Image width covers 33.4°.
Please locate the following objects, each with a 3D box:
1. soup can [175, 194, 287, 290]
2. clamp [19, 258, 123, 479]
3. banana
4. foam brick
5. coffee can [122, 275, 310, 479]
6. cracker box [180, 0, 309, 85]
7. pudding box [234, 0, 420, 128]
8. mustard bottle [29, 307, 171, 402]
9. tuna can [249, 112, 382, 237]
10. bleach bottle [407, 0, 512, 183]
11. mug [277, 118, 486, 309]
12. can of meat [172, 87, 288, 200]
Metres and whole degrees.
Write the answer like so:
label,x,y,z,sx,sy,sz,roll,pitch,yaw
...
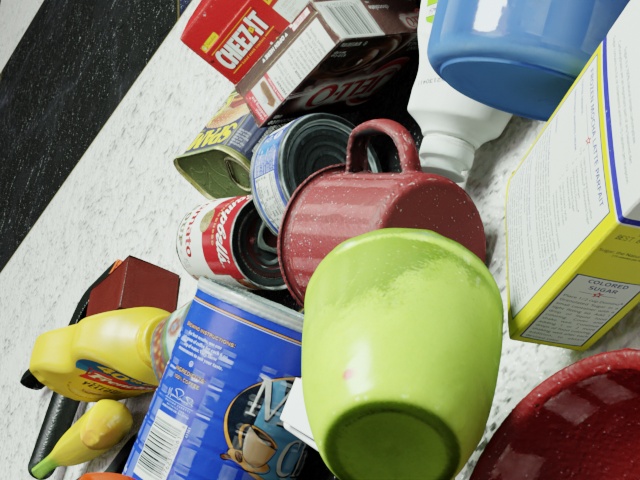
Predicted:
label,x,y,z,sx,sy,sz,roll,pitch,yaw
soup can,-0.055,0.001,0.770,0.102,0.068,0.068,-2,68,60
clamp,-0.237,0.106,1.037,0.210,0.036,0.165,-60,29,8
banana,-0.186,0.162,0.877,0.069,0.037,0.198,-50,5,-32
foam brick,-0.166,0.058,0.934,0.078,0.053,0.051,-37,40,45
coffee can,-0.052,0.105,0.649,0.103,0.102,0.140,18,86,62
cracker box,0.000,-0.220,0.760,0.164,0.072,0.213,-44,14,36
pudding box,0.011,-0.119,0.703,0.090,0.113,0.039,-43,72,37
mustard bottle,-0.153,0.090,0.842,0.192,0.096,0.058,-21,52,53
tuna can,-0.001,-0.038,0.686,0.034,0.086,0.086,-21,52,51
bleach bottle,0.098,-0.156,0.630,0.103,0.068,0.251,1,73,61
mug,0.036,-0.008,0.589,0.082,0.093,0.117,4,96,56
can of meat,-0.054,-0.078,0.816,0.084,0.057,0.102,-55,24,-21
